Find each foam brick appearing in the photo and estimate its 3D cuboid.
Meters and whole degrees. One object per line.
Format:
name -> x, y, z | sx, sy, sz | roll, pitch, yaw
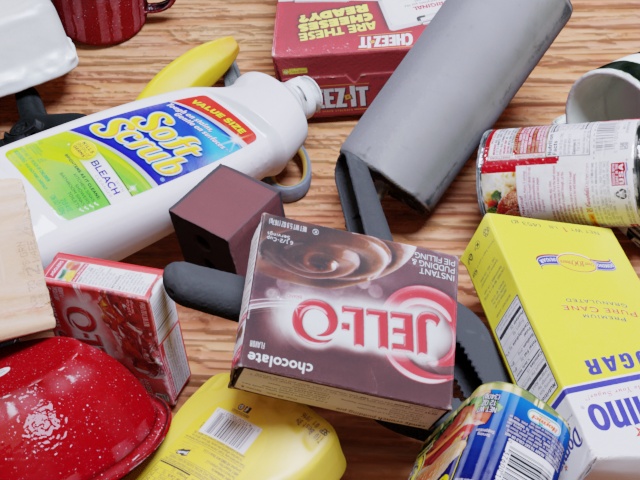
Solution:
foam brick -> -0.054, 0.001, 0.679 | 0.053, 0.078, 0.051 | 25, 56, 30

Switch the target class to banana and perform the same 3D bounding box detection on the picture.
banana -> -0.116, -0.082, 0.795 | 0.069, 0.037, 0.197 | 9, 54, 8

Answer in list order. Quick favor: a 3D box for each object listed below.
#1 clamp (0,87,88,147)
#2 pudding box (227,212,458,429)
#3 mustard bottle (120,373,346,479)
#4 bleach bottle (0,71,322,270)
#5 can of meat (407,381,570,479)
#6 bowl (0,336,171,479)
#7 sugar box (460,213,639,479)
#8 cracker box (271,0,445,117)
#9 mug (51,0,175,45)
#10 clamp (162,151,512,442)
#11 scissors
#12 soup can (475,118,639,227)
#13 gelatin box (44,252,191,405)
clamp -> -0.224, -0.064, 0.785 | 0.120, 0.039, 0.172 | -44, 40, -21
pudding box -> 0.014, 0.042, 0.556 | 0.113, 0.039, 0.090 | 11, 58, -7
mustard bottle -> -0.078, 0.155, 0.544 | 0.096, 0.058, 0.191 | 20, 52, 35
bleach bottle -> -0.106, -0.058, 0.713 | 0.250, 0.068, 0.103 | -30, 67, -31
can of meat -> 0.073, 0.128, 0.518 | 0.057, 0.102, 0.083 | 32, 50, -1
bowl -> -0.164, 0.094, 0.568 | 0.162, 0.055, 0.162 | -14, 15, 3
sugar box -> 0.149, 0.061, 0.591 | 0.093, 0.048, 0.176 | 5, 39, -21
cracker box -> 0.050, -0.190, 0.856 | 0.164, 0.072, 0.213 | -3, 46, 6
mug -> -0.178, -0.220, 0.906 | 0.117, 0.081, 0.093 | 4, 52, -1
clamp -> 0.024, 0.049, 0.602 | 0.164, 0.036, 0.210 | -28, 66, -34
scissors -> -0.075, -0.087, 0.812 | 0.096, 0.016, 0.202 | -24, 47, -15
soup can -> 0.158, -0.041, 0.677 | 0.102, 0.068, 0.068 | -2, 44, 27
gelatin box -> -0.120, 0.053, 0.629 | 0.073, 0.089, 0.030 | 9, 41, 18
